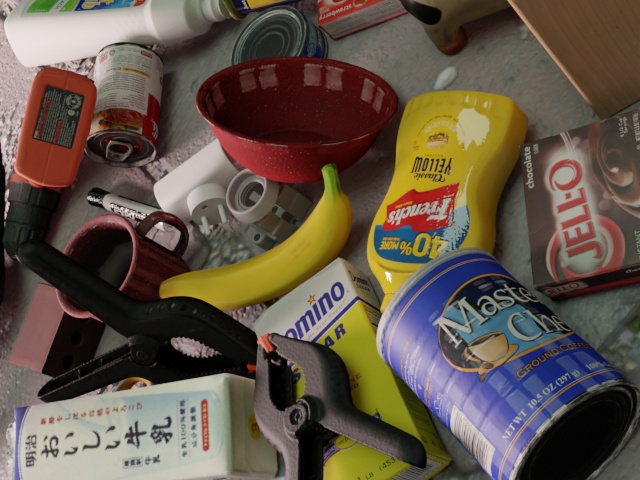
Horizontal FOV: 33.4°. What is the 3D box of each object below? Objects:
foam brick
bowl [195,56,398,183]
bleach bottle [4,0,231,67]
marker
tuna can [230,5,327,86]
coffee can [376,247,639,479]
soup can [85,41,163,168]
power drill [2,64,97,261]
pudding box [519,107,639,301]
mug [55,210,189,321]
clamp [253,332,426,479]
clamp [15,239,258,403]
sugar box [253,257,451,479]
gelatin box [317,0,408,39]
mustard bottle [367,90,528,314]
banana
[{"bbox_3d":[-0.236,0.085,0.965,0.051,0.052,0.078,8,74,38],"label":"foam brick"},{"bbox_3d":[-0.019,-0.092,0.861,0.162,0.055,0.162,1,34,-1],"label":"bowl"},{"bbox_3d":[-0.194,-0.227,1.073,0.251,0.068,0.102,-1,37,30],"label":"bleach bottle"},{"bbox_3d":[-0.179,-0.030,1.002,0.121,0.020,0.020,18,79,40],"label":"marker"},{"bbox_3d":[-0.038,-0.166,0.956,0.086,0.033,0.086,-16,60,29],"label":"tuna can"},{"bbox_3d":[0.116,0.085,0.678,0.103,0.102,0.140,-49,50,6],"label":"coffee can"},{"bbox_3d":[-0.187,-0.130,1.024,0.069,0.068,0.102,-15,60,30],"label":"soup can"},{"bbox_3d":[-0.260,-0.076,1.003,0.188,0.057,0.184,165,116,-70],"label":"power drill"},{"bbox_3d":[0.186,-0.023,0.721,0.090,0.039,0.113,-16,60,30],"label":"pudding box"},{"bbox_3d":[-0.159,0.025,0.919,0.117,0.081,0.093,-52,49,4],"label":"mug"},{"bbox_3d":[0.004,0.121,0.720,0.120,0.039,0.171,-36,50,18],"label":"clamp"},{"bbox_3d":[-0.142,0.087,0.856,0.210,0.165,0.036,13,38,3],"label":"clamp"},{"bbox_3d":[0.017,0.107,0.776,0.093,0.048,0.176,-37,53,16],"label":"sugar box"},{"bbox_3d":[0.041,-0.224,0.929,0.089,0.030,0.073,-15,61,30],"label":"gelatin box"},{"bbox_3d":[0.084,-0.013,0.778,0.096,0.058,0.191,7,73,38],"label":"mustard bottle"},{"bbox_3d":[-0.041,0.013,0.854,0.198,0.069,0.037,-35,9,25],"label":"banana"}]
